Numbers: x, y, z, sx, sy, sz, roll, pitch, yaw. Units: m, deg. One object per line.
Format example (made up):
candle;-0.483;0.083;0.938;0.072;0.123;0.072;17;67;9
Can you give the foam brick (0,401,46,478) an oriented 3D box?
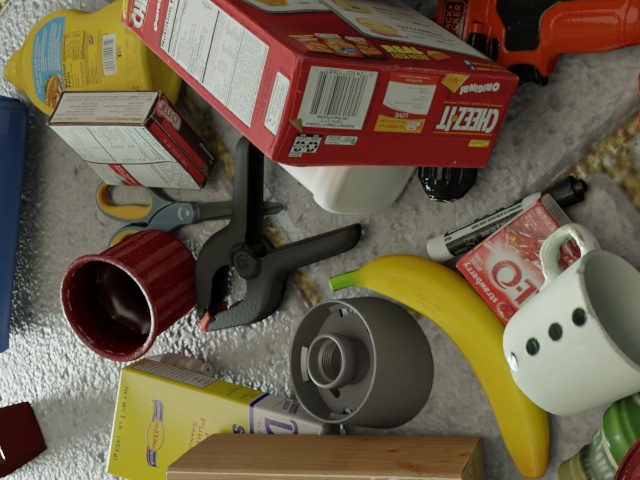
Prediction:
foam brick;-0.312;0.198;1.028;0.078;0.051;0.053;-36;74;31

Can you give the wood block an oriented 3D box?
wood block;0.007;0.189;0.744;0.206;0.090;0.091;-3;96;18

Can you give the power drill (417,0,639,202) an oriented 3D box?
power drill;0.149;-0.105;0.681;0.188;0.057;0.184;12;100;34

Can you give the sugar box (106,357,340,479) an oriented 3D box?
sugar box;-0.077;0.160;0.839;0.176;0.048;0.093;13;101;20

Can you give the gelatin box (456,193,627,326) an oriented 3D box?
gelatin box;0.145;0.026;0.697;0.073;0.030;0.089;-40;87;29

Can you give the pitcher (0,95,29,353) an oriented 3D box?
pitcher;-0.347;-0.021;1.001;0.149;0.144;0.243;13;97;21

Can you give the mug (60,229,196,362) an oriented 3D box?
mug;-0.161;0.044;0.881;0.117;0.081;0.093;-17;102;31

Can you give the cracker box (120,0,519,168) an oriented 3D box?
cracker box;-0.008;-0.121;0.675;0.214;0.163;0.072;44;126;44

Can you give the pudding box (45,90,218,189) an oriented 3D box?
pudding box;-0.153;-0.082;0.872;0.114;0.090;0.039;3;59;32

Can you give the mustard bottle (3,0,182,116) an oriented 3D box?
mustard bottle;-0.207;-0.153;0.926;0.192;0.058;0.096;0;94;35

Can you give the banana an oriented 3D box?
banana;0.098;0.072;0.734;0.198;0.037;0.070;44;104;14

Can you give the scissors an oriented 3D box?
scissors;-0.117;-0.006;0.900;0.202;0.016;0.096;16;104;33

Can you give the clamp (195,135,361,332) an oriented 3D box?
clamp;-0.055;0.001;0.836;0.172;0.039;0.120;-44;75;31

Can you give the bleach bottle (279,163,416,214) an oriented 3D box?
bleach bottle;-0.047;-0.114;0.790;0.251;0.102;0.068;39;109;26

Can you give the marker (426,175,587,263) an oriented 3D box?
marker;0.126;-0.014;0.727;0.121;0.020;0.020;-26;78;33
